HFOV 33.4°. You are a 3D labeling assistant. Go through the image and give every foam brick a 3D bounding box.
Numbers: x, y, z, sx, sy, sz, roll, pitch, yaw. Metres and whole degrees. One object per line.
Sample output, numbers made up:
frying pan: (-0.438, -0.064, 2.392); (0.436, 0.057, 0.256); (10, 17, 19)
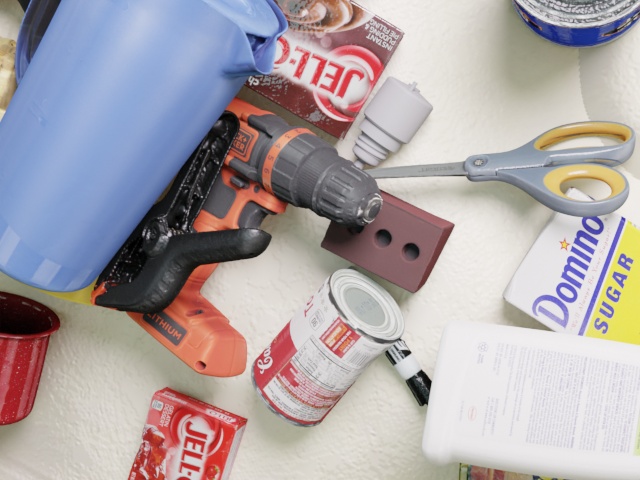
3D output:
foam brick: (0.049, -0.003, 0.772); (0.078, 0.051, 0.053); (26, 101, 10)

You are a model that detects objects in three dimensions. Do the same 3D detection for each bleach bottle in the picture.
bleach bottle: (0.198, 0.119, 0.691); (0.251, 0.068, 0.102); (9, 82, 17)

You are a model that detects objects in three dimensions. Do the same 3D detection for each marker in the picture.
marker: (0.051, 0.073, 0.795); (0.020, 0.020, 0.121); (-36, 86, 14)

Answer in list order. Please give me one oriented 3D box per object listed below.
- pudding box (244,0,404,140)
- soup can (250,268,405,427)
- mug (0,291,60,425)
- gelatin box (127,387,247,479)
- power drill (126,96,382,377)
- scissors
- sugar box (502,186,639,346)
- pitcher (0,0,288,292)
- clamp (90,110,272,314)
pudding box: (-0.009, -0.139, 0.769); (0.113, 0.039, 0.090); (29, 101, -5)
soup can: (0.005, 0.078, 0.769); (0.068, 0.068, 0.102); (44, 120, 7)
mug: (-0.268, 0.089, 0.848); (0.117, 0.093, 0.081); (27, 108, 39)
gelatin box: (-0.106, 0.169, 0.838); (0.073, 0.030, 0.089); (20, 100, 11)
power drill: (-0.055, 0.001, 0.771); (0.185, 0.057, 0.188); (33, 103, 37)
scissors: (0.120, -0.039, 0.730); (0.202, 0.096, 0.016); (-13, 133, 3)
sugar box: (0.223, 0.047, 0.736); (0.176, 0.048, 0.093); (32, 102, 8)
pitcher: (-0.146, -0.093, 0.711); (0.145, 0.149, 0.243); (30, 112, -20)
clamp: (-0.102, -0.011, 0.748); (0.172, 0.039, 0.120); (-30, 48, 32)
